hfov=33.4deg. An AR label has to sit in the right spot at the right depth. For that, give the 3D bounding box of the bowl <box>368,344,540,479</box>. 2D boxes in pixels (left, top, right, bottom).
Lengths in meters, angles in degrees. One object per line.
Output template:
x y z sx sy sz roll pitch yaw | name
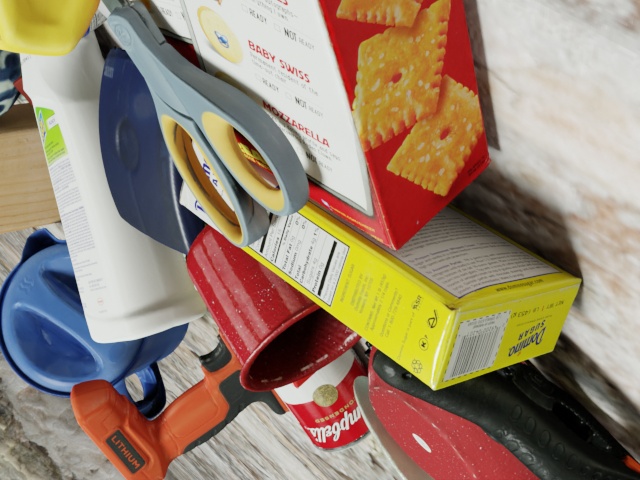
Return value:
0.081 0.106 0.650 0.162 0.055 0.162 42 161 18 | bowl

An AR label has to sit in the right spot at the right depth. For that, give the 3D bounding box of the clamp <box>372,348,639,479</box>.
0.094 0.076 0.547 0.171 0.039 0.120 37 -156 -15 | clamp

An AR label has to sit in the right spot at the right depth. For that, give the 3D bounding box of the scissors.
-0.063 -0.081 0.433 0.096 0.016 0.201 9 131 53 | scissors

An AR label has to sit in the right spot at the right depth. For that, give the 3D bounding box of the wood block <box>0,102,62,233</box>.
-0.310 -0.054 0.894 0.091 0.205 0.090 28 123 48 | wood block

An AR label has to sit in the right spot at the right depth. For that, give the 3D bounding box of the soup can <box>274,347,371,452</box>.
-0.003 0.099 0.802 0.069 0.068 0.102 15 143 58 | soup can

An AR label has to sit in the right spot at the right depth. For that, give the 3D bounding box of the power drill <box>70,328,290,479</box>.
-0.099 0.103 0.845 0.184 0.187 0.057 60 180 -31 | power drill

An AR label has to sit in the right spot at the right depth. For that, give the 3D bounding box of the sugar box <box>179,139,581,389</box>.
0.023 0.000 0.506 0.176 0.093 0.048 32 117 38 | sugar box

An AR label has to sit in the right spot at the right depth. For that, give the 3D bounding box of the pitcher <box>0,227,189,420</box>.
-0.193 0.080 1.001 0.145 0.149 0.243 16 179 6 | pitcher

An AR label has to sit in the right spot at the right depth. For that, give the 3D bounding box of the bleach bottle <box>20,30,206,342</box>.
-0.157 -0.057 0.745 0.103 0.067 0.251 -12 95 58 | bleach bottle

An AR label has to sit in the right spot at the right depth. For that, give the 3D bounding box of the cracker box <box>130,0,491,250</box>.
-0.025 -0.117 0.418 0.164 0.072 0.213 33 156 37 | cracker box

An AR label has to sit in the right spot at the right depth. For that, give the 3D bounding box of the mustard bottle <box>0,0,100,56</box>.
-0.168 -0.148 0.537 0.192 0.058 0.096 22 108 53 | mustard bottle

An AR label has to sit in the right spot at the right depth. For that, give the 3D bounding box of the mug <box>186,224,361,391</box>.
-0.015 0.019 0.604 0.081 0.117 0.093 56 -168 24 | mug
